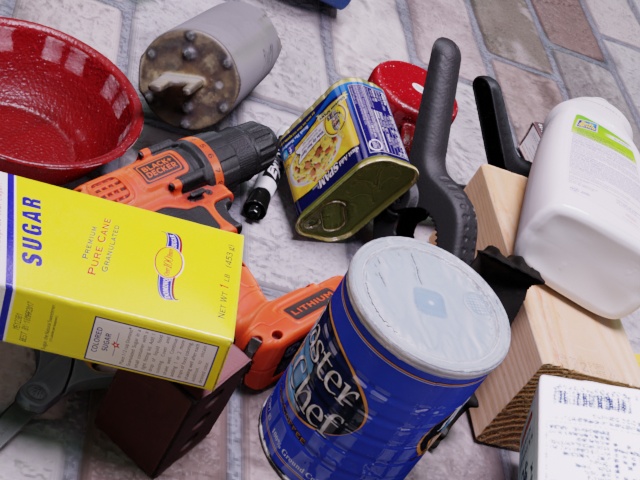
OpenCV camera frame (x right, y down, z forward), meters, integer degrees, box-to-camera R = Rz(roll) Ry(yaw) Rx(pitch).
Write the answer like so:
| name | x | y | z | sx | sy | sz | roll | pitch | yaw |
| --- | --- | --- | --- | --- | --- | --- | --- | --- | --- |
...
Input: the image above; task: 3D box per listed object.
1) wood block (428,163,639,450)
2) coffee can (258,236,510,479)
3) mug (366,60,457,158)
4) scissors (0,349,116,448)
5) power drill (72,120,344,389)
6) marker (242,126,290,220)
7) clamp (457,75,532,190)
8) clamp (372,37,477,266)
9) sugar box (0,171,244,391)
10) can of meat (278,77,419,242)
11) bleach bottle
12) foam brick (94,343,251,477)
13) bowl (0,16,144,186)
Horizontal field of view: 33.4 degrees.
| name | x | y | z | sx | sy | sz | roll | pitch | yaw |
| --- | --- | --- | --- | --- | --- | --- | --- | --- | --- |
| wood block | 0.156 | 0.051 | 0.803 | 0.090 | 0.091 | 0.206 | 16 | 39 | -20 |
| coffee can | 0.035 | 0.082 | 0.645 | 0.102 | 0.140 | 0.103 | 18 | 39 | -15 |
| mug | 0.065 | -0.094 | 0.915 | 0.093 | 0.082 | 0.117 | 24 | 38 | -9 |
| scissors | -0.172 | 0.075 | 0.619 | 0.096 | 0.016 | 0.201 | 43 | 39 | 19 |
| power drill | -0.055 | 0.001 | 0.739 | 0.184 | 0.057 | 0.188 | -29 | 63 | -38 |
| marker | -0.039 | -0.054 | 0.852 | 0.020 | 0.020 | 0.121 | 26 | 37 | -5 |
| clamp | 0.155 | -0.055 | 0.905 | 0.171 | 0.120 | 0.039 | 33 | -1 | -32 |
| clamp | 0.075 | -0.041 | 0.820 | 0.036 | 0.165 | 0.210 | 7 | 51 | -43 |
| sugar box | -0.132 | 0.015 | 0.567 | 0.176 | 0.048 | 0.093 | 16 | 35 | -12 |
| can of meat | 0.017 | -0.062 | 0.818 | 0.057 | 0.102 | 0.084 | 14 | 48 | -40 |
| bleach bottle | 0.214 | -0.046 | 0.827 | 0.102 | 0.068 | 0.250 | 31 | 34 | -1 |
| foam brick | -0.086 | 0.087 | 0.612 | 0.051 | 0.078 | 0.052 | 40 | 40 | 12 |
| bowl | -0.209 | -0.087 | 0.747 | 0.162 | 0.055 | 0.162 | 18 | 39 | -15 |
